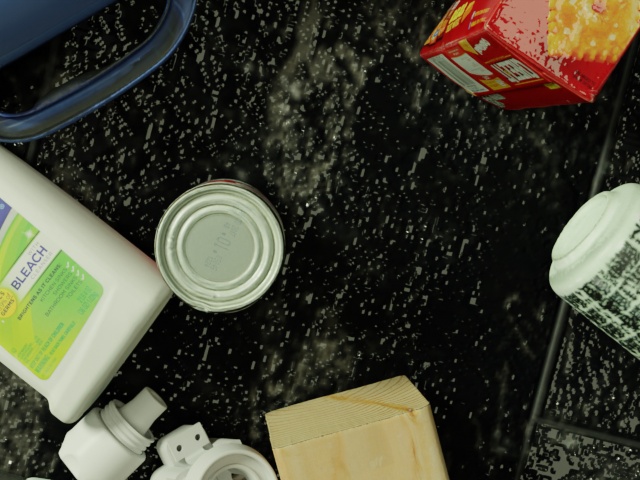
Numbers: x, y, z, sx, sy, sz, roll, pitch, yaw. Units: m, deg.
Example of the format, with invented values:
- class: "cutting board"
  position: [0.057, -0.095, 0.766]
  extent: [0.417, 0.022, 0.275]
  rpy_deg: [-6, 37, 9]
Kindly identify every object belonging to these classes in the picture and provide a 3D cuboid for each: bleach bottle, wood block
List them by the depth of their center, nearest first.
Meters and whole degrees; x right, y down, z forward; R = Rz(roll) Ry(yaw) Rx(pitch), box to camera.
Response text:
- class: "bleach bottle"
  position: [-0.208, -0.012, 0.597]
  extent: [0.251, 0.068, 0.103]
  rpy_deg: [36, 100, -1]
- class: "wood block"
  position: [0.039, 0.194, 0.611]
  extent: [0.090, 0.091, 0.206]
  rpy_deg: [-15, 94, -3]

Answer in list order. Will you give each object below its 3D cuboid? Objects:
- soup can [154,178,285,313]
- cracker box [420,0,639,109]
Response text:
- class: "soup can"
  position: [-0.054, 0.001, 0.586]
  extent: [0.068, 0.102, 0.068]
  rpy_deg: [0, 94, -4]
- class: "cracker box"
  position: [0.150, -0.172, 0.557]
  extent: [0.072, 0.164, 0.214]
  rpy_deg: [34, 91, -7]
